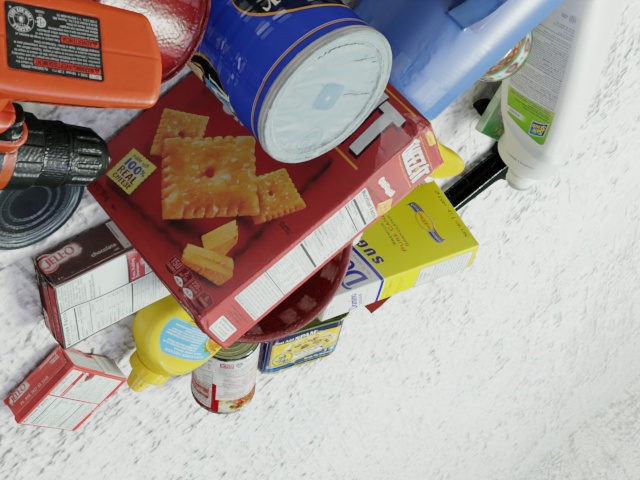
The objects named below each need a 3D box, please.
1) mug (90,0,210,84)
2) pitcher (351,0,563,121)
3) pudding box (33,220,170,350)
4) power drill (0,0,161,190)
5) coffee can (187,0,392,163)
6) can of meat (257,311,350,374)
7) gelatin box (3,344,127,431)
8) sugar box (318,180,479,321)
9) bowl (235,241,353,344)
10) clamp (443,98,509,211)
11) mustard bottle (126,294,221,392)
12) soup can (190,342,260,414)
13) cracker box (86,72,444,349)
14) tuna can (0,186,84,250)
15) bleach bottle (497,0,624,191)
[{"bbox_3d":[-0.116,-0.149,0.616,0.117,0.093,0.081,-32,156,29],"label":"mug"},{"bbox_3d":[0.129,-0.209,0.819,0.243,0.145,0.149,-46,151,13],"label":"pitcher"},{"bbox_3d":[-0.173,0.029,0.868,0.113,0.039,0.090,-27,150,-26],"label":"pudding box"},{"bbox_3d":[-0.168,-0.072,0.595,0.184,0.057,0.188,1,165,-41],"label":"power drill"},{"bbox_3d":[-0.036,-0.134,0.696,0.102,0.140,0.103,-32,152,-20],"label":"coffee can"},{"bbox_3d":[-0.026,0.091,1.125,0.102,0.057,0.084,-15,147,-19],"label":"can of meat"},{"bbox_3d":[-0.228,0.133,0.957,0.073,0.030,0.089,-44,153,7],"label":"gelatin box"},{"bbox_3d":[0.058,0.008,1.059,0.176,0.093,0.048,-18,148,-24],"label":"sugar box"},{"bbox_3d":[-0.056,0.001,0.885,0.161,0.055,0.162,-8,109,-24],"label":"bowl"},{"bbox_3d":[0.214,-0.107,1.195,0.209,0.036,0.165,-21,145,-34],"label":"clamp"},{"bbox_3d":[-0.116,0.066,0.976,0.192,0.058,0.096,-50,143,15],"label":"mustard bottle"},{"bbox_3d":[-0.096,0.120,1.075,0.068,0.068,0.102,-28,149,-27],"label":"soup can"},{"bbox_3d":[-0.045,-0.054,0.776,0.213,0.164,0.072,-41,156,-4],"label":"cracker box"},{"bbox_3d":[-0.206,-0.034,0.732,0.086,0.034,0.086,-32,152,-20],"label":"tuna can"},{"bbox_3d":[0.213,-0.154,1.025,0.068,0.103,0.251,-27,144,-30],"label":"bleach bottle"}]
